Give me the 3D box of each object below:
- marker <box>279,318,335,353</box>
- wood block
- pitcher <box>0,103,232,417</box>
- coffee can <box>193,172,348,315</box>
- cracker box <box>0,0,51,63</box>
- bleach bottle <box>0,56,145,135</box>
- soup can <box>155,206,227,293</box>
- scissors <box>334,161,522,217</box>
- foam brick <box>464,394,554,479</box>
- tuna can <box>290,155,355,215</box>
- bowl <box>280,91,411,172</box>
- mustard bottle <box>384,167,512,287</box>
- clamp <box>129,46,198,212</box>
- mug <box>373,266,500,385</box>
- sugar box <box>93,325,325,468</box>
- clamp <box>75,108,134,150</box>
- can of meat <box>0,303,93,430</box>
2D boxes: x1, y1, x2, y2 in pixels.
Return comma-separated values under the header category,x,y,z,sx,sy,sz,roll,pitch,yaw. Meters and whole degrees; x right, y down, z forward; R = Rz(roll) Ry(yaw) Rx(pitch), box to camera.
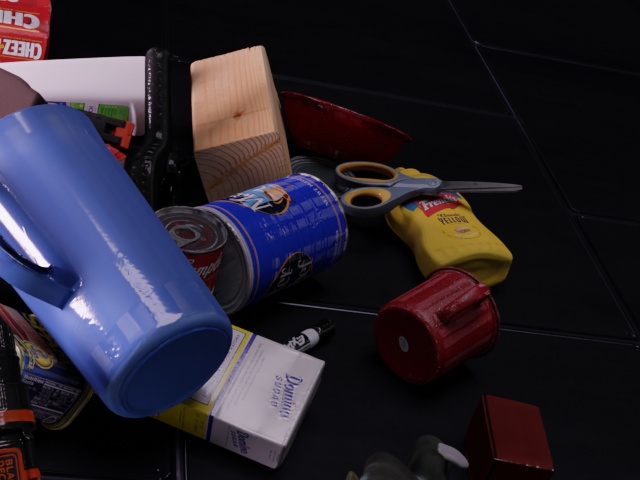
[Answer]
category,x,y,z,sx,sy,sz,roll,pitch,yaw
marker,-0.027,0.097,0.955,0.020,0.020,0.120,34,36,25
wood block,-0.088,-0.123,1.171,0.091,0.090,0.206,-14,35,2
pitcher,-0.181,0.015,0.816,0.149,0.145,0.243,-30,59,-22
coffee can,-0.057,0.001,1.010,0.103,0.103,0.140,36,37,27
cracker box,-0.416,-0.282,1.308,0.164,0.072,0.214,5,35,-17
bleach bottle,-0.312,-0.154,1.155,0.250,0.103,0.068,-4,70,-18
soup can,-0.125,0.030,0.935,0.068,0.102,0.068,12,33,-8
scissors,0.108,-0.047,1.138,0.202,0.016,0.096,11,42,14
foam brick,0.155,0.176,0.886,0.051,0.053,0.078,11,34,-8
tuna can,-0.004,-0.058,1.188,0.086,0.034,0.086,12,33,-8
bowl,0.021,-0.119,1.237,0.162,0.055,0.162,20,1,0
mustard bottle,0.124,-0.022,1.168,0.096,0.058,0.192,-5,38,-23
clamp,-0.157,-0.068,1.080,0.036,0.164,0.210,-4,54,11
mug,0.109,0.075,0.967,0.081,0.117,0.093,-25,78,-40
sugar box,-0.095,0.110,0.869,0.176,0.048,0.093,23,48,6
clamp,-0.268,-0.116,1.064,0.172,0.039,0.120,4,-6,32
can of meat,-0.233,0.090,0.803,0.102,0.057,0.083,40,2,32
